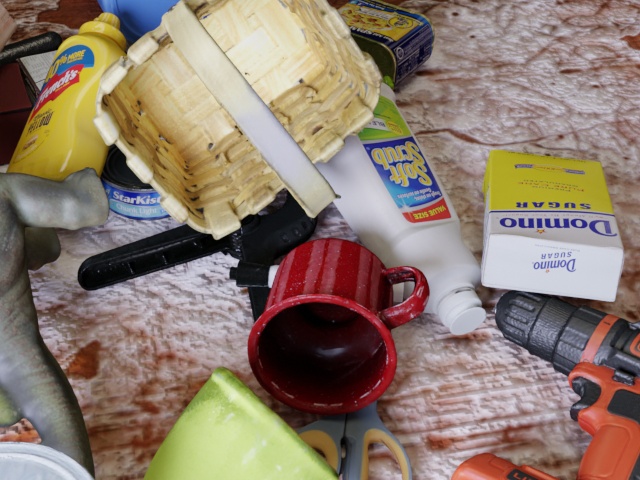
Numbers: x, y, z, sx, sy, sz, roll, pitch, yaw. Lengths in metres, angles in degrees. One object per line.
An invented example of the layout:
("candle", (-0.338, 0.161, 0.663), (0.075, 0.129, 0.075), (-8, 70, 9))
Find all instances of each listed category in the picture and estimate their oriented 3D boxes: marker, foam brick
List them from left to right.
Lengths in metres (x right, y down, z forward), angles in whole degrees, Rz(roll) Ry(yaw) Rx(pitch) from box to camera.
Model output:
("foam brick", (-0.276, -0.109, 0.922), (0.053, 0.051, 0.078), (-14, 42, -15))
("marker", (-0.003, 0.028, 0.736), (0.121, 0.020, 0.020), (5, 40, 4))

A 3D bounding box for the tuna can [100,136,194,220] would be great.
("tuna can", (-0.140, -0.054, 0.873), (0.086, 0.034, 0.086), (1, 40, -1))

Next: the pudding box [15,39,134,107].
("pudding box", (-0.210, -0.144, 0.975), (0.113, 0.039, 0.090), (-17, 42, -23))

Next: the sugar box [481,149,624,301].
("sugar box", (0.168, -0.017, 0.792), (0.093, 0.048, 0.176), (7, 22, 6))

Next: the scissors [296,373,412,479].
("scissors", (0.010, 0.105, 0.702), (0.096, 0.016, 0.202), (-4, 40, -6))

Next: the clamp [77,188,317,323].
("clamp", (-0.055, 0.001, 0.807), (0.165, 0.036, 0.209), (24, 45, 25))

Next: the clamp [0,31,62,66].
("clamp", (-0.338, -0.164, 0.996), (0.120, 0.039, 0.171), (19, 44, 27))

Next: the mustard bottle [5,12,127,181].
("mustard bottle", (-0.195, -0.107, 0.858), (0.096, 0.058, 0.191), (-19, 47, 42))

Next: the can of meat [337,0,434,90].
("can of meat", (0.047, -0.187, 1.017), (0.102, 0.057, 0.083), (24, 43, 24))

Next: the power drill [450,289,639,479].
("power drill", (0.158, 0.113, 0.664), (0.185, 0.057, 0.187), (24, 46, 29))

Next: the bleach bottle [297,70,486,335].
("bleach bottle", (0.060, -0.029, 0.819), (0.102, 0.068, 0.251), (7, 39, -38))

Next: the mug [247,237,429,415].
("mug", (0.015, 0.047, 0.684), (0.117, 0.093, 0.081), (-24, 25, 20))
